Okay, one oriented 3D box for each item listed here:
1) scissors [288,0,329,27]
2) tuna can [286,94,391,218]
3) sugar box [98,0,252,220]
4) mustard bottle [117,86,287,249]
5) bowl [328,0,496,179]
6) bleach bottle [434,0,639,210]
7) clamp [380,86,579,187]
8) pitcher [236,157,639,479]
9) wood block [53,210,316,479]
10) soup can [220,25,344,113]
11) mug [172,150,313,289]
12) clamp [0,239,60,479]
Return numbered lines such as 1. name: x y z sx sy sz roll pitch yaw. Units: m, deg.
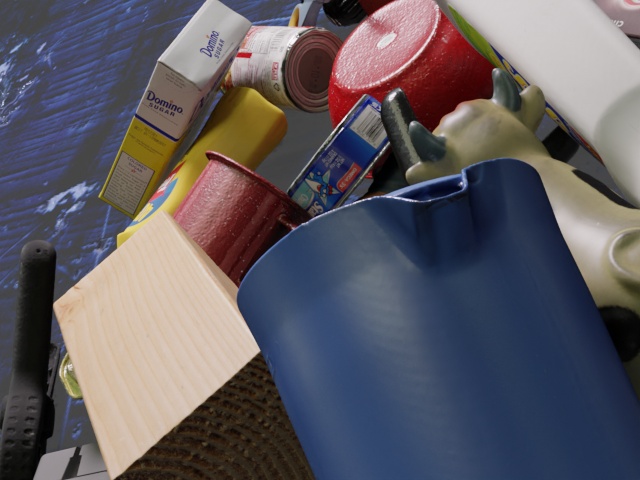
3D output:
1. scissors: -0.003 -0.183 0.858 0.202 0.016 0.096 -113 31 -63
2. tuna can: 0.016 -0.052 0.690 0.086 0.034 0.086 -51 2 2
3. sugar box: -0.117 -0.101 0.853 0.176 0.048 0.093 -50 9 49
4. mustard bottle: -0.103 -0.027 0.824 0.191 0.058 0.096 -55 12 -11
5. bowl: 0.061 -0.123 0.760 0.162 0.055 0.162 -28 38 24
6. bleach bottle: 0.148 -0.078 0.561 0.068 0.102 0.251 -41 46 11
7. clamp: 0.091 -0.013 0.614 0.120 0.039 0.171 0 65 9
8. pitcher: 0.069 0.105 0.403 0.145 0.149 0.243 -35 66 28
9. wood block: -0.066 0.072 0.561 0.091 0.090 0.206 -42 27 -3
10. soup can: -0.032 -0.139 0.862 0.102 0.068 0.068 15 67 52
11. mug: -0.055 0.001 0.732 0.117 0.093 0.081 27 80 43
12. clamp: -0.207 0.116 0.757 0.165 0.036 0.210 103 167 -48
